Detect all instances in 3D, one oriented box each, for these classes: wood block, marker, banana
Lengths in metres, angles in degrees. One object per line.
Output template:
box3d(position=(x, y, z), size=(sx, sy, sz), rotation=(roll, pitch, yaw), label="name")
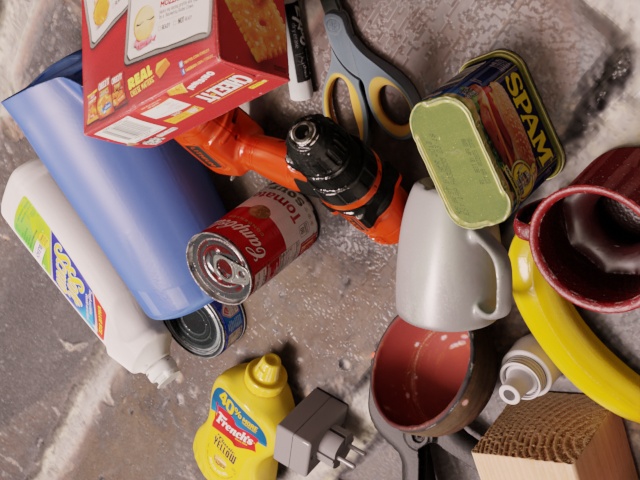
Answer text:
box3d(position=(0.206, 0.233, 0.859), size=(0.091, 0.090, 0.206), rotation=(-3, 115, 40), label="wood block")
box3d(position=(-0.023, -0.168, 0.833), size=(0.020, 0.020, 0.121), rotation=(11, 123, 34), label="marker")
box3d(position=(0.190, 0.063, 0.798), size=(0.070, 0.037, 0.198), rotation=(-20, 103, 45), label="banana")

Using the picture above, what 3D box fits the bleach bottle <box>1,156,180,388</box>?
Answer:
box3d(position=(-0.221, 0.037, 1.068), size=(0.251, 0.067, 0.103), rotation=(52, 142, 11), label="bleach bottle")

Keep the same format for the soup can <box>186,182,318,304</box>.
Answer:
box3d(position=(-0.056, 0.001, 0.910), size=(0.069, 0.102, 0.068), rotation=(20, 128, 28), label="soup can")

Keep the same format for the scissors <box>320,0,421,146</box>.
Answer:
box3d(position=(0.030, -0.155, 0.802), size=(0.096, 0.016, 0.202), rotation=(13, 125, 31), label="scissors")

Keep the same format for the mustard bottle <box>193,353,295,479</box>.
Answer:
box3d(position=(-0.071, 0.179, 1.069), size=(0.096, 0.058, 0.192), rotation=(44, 136, 23), label="mustard bottle")

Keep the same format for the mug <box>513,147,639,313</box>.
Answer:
box3d(position=(0.189, -0.012, 0.719), size=(0.117, 0.081, 0.093), rotation=(4, 119, 37), label="mug")

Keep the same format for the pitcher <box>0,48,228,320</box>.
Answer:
box3d(position=(-0.167, -0.056, 0.957), size=(0.145, 0.149, 0.243), rotation=(-19, 108, 29), label="pitcher")

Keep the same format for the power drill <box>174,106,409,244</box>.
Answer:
box3d(position=(-0.029, -0.067, 0.818), size=(0.188, 0.057, 0.184), rotation=(26, 172, 31), label="power drill")

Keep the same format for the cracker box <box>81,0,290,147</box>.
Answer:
box3d(position=(-0.103, -0.192, 0.775), size=(0.164, 0.071, 0.214), rotation=(-19, 69, 44), label="cracker box")

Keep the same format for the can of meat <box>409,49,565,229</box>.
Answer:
box3d(position=(0.115, -0.069, 0.740), size=(0.058, 0.083, 0.102), rotation=(-14, 107, 44), label="can of meat")

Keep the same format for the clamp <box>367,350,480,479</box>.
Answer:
box3d(position=(0.102, 0.167, 0.923), size=(0.120, 0.039, 0.171), rotation=(-21, 90, 19), label="clamp")

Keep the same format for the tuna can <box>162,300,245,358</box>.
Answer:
box3d(position=(-0.117, 0.073, 1.056), size=(0.086, 0.033, 0.086), rotation=(20, 128, 28), label="tuna can")
